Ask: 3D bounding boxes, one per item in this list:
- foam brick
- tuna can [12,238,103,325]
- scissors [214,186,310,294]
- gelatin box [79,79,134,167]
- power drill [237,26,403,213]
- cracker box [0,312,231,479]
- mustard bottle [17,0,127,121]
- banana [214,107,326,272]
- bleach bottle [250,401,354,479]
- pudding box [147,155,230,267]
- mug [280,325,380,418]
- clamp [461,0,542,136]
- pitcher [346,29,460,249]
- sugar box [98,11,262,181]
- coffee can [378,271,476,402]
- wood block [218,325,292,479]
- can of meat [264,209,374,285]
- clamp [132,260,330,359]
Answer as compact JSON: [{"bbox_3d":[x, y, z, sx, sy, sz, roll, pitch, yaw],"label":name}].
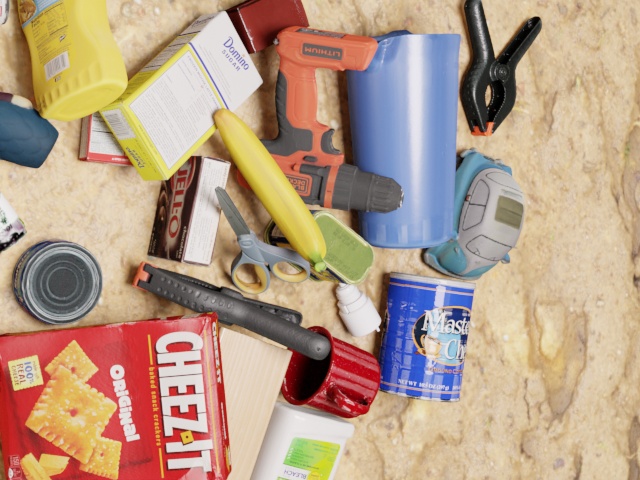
[{"bbox_3d":[-0.061,-0.240,1.161,0.078,0.053,0.051,-31,108,-24],"label":"foam brick"},{"bbox_3d":[-0.263,0.042,1.074,0.086,0.034,0.086,-2,94,-30],"label":"tuna can"},{"bbox_3d":[-0.057,0.001,1.112,0.096,0.202,0.016,-1,58,-3],"label":"scissors"},{"bbox_3d":[-0.206,-0.122,1.098,0.073,0.030,0.089,4,88,-30],"label":"gelatin box"},{"bbox_3d":[0.009,-0.125,1.136,0.184,0.057,0.188,11,108,5],"label":"power drill"},{"bbox_3d":[-0.201,0.161,1.037,0.213,0.072,0.164,-6,90,0],"label":"cracker box"},{"bbox_3d":[-0.246,-0.218,1.025,0.058,0.096,0.191,2,69,-54],"label":"mustard bottle"},{"bbox_3d":[-0.046,-0.052,1.109,0.037,0.070,0.198,-34,85,-9],"label":"banana"},{"bbox_3d":[-0.045,0.314,1.202,0.102,0.068,0.251,18,87,-29],"label":"bleach bottle"},{"bbox_3d":[-0.137,-0.032,1.109,0.039,0.090,0.113,10,89,-31],"label":"pudding box"},{"bbox_3d":[0.019,0.158,1.200,0.081,0.117,0.093,26,100,-34],"label":"mug"},{"bbox_3d":[0.225,-0.215,1.335,0.120,0.039,0.171,0,99,-25],"label":"clamp"},{"bbox_3d":[0.102,-0.118,1.227,0.149,0.145,0.243,-4,99,-10],"label":"pitcher"},{"bbox_3d":[-0.140,-0.150,1.098,0.176,0.048,0.093,-52,126,-37],"label":"sugar box"},{"bbox_3d":[0.123,0.112,1.261,0.102,0.103,0.140,8,89,-30],"label":"coffee can"},{"bbox_3d":[-0.118,0.197,1.136,0.090,0.090,0.206,22,83,-29],"label":"wood block"},{"bbox_3d":[0.000,0.006,1.194,0.102,0.084,0.057,38,75,-26],"label":"can of meat"},{"bbox_3d":[-0.095,0.070,1.137,0.210,0.164,0.036,21,91,-6],"label":"clamp"}]
